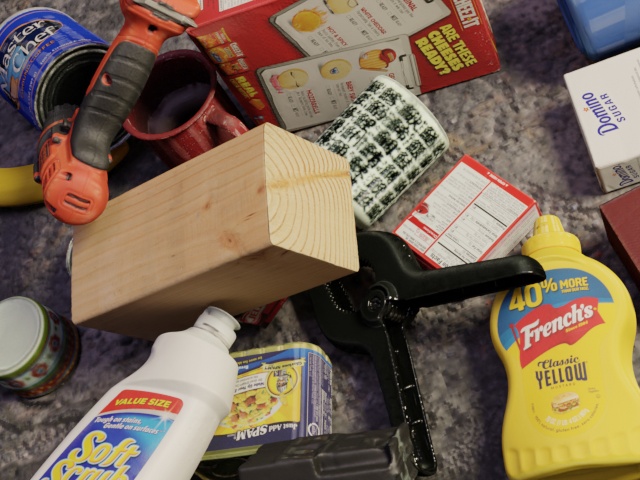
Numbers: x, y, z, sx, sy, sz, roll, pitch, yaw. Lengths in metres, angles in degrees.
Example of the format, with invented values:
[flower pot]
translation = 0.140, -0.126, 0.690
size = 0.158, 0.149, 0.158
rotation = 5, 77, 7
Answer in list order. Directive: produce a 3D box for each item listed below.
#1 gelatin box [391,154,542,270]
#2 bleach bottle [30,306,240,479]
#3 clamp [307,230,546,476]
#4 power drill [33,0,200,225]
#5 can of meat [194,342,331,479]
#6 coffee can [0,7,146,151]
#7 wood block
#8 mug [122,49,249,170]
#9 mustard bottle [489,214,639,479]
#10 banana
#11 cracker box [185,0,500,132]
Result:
[gelatin box]
translation = 0.109, -0.011, 0.805
size = 0.089, 0.030, 0.073
rotation = -47, 55, -6
[bleach bottle]
translation = -0.137, 0.151, 0.725
size = 0.103, 0.068, 0.250
rotation = 16, 61, 31
[clamp]
translation = 0.049, 0.060, 0.770
size = 0.210, 0.036, 0.164
rotation = 25, 91, 47
[power drill]
translation = -0.161, -0.120, 0.814
size = 0.188, 0.057, 0.184
rotation = -62, 26, 17
[can of meat]
translation = -0.041, 0.126, 0.775
size = 0.102, 0.057, 0.084
rotation = -11, 56, 18
[coffee can]
translation = -0.234, -0.147, 0.975
size = 0.103, 0.102, 0.140
rotation = -46, 40, -7
[wood block]
translation = -0.083, 0.002, 0.779
size = 0.207, 0.090, 0.090
rotation = -22, 62, 37
[mug]
translation = -0.105, -0.102, 0.922
size = 0.117, 0.081, 0.093
rotation = 18, 70, 31
[mustard bottle]
translation = 0.164, 0.068, 0.717
size = 0.096, 0.058, 0.191
rotation = -16, 56, 23
[banana]
translation = -0.273, -0.063, 1.002
size = 0.198, 0.037, 0.069
rotation = -1, 61, 23
[cracker box]
translation = 0.019, -0.177, 0.860
size = 0.214, 0.164, 0.072
rotation = -16, 58, 15
